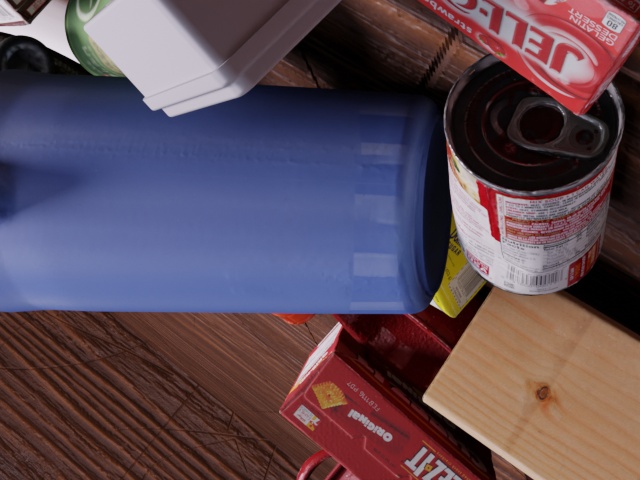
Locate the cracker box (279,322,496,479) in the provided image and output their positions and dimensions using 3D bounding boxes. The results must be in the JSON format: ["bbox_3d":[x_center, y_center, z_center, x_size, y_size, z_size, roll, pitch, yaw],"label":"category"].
[{"bbox_3d":[0.061,0.144,0.880,0.164,0.072,0.213,40,-173,1],"label":"cracker box"}]

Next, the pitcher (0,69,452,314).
[{"bbox_3d":[-0.055,-0.024,0.566,0.243,0.149,0.145,3,138,16],"label":"pitcher"}]

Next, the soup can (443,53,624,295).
[{"bbox_3d":[0.089,-0.026,0.451,0.069,0.068,0.102,34,165,24],"label":"soup can"}]

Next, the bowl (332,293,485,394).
[{"bbox_3d":[0.073,0.056,0.754,0.162,0.055,0.162,38,165,11],"label":"bowl"}]

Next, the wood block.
[{"bbox_3d":[0.170,0.105,0.548,0.206,0.091,0.090,34,-177,26],"label":"wood block"}]
